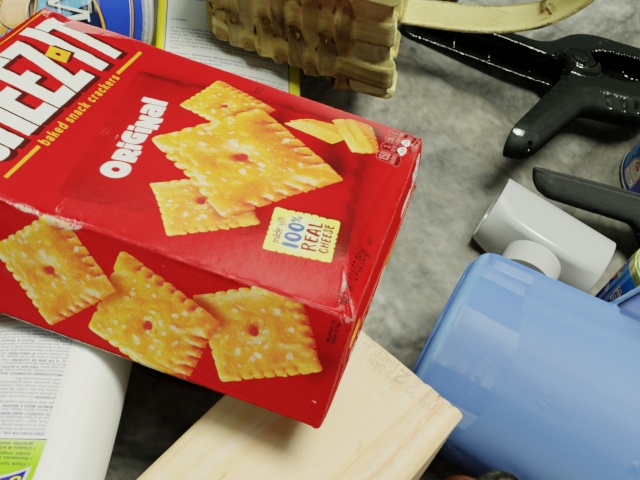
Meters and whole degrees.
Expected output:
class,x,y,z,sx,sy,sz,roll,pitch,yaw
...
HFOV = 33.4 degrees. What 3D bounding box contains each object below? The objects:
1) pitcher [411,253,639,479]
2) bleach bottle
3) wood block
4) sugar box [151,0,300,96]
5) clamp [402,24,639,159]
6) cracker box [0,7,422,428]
class,x,y,z,sx,sy,sz,roll,pitch,yaw
pitcher,0.171,0.095,0.545,0.243,0.145,0.149,27,49,9
bleach bottle,-0.138,0.094,0.420,0.102,0.068,0.251,-6,30,4
wood block,-0.038,0.136,0.482,0.090,0.091,0.205,39,55,13
sugar box,-0.063,-0.137,0.688,0.093,0.048,0.176,9,52,-15
clamp,0.174,-0.106,0.739,0.209,0.036,0.164,2,41,-21
cracker box,-0.071,-0.023,0.491,0.214,0.072,0.164,20,34,5
